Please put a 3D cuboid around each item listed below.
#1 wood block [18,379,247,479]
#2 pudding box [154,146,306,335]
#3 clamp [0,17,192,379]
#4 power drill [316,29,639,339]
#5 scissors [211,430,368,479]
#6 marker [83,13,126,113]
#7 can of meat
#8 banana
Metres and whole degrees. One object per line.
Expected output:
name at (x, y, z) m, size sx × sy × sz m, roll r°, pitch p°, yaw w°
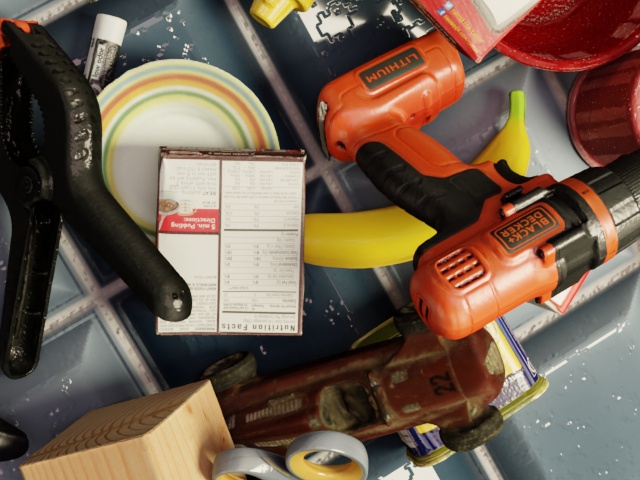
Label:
wood block at (-0.084, 0.201, 0.631) m, size 0.091 × 0.090 × 0.206 m, roll -17°, pitch 97°, yaw 20°
pudding box at (-0.054, 0.001, 0.644) m, size 0.090 × 0.039 × 0.113 m, roll 1°, pitch 102°, yaw -6°
clamp at (-0.147, -0.030, 0.612) m, size 0.036 × 0.165 × 0.210 m, roll -7°, pitch 86°, yaw -52°
power drill at (0.099, -0.047, 0.628) m, size 0.184 × 0.188 × 0.057 m, roll -27°, pitch 142°, yaw -15°
scissors at (0.029, 0.152, 0.638) m, size 0.201 × 0.096 × 0.016 m, roll 23°, pitch 48°, yaw -32°
marker at (-0.142, -0.078, 0.656) m, size 0.020 × 0.020 × 0.121 m, roll 14°, pitch 90°, yaw -11°
can of meat at (0.081, 0.082, 0.688) m, size 0.102 × 0.057 × 0.084 m, roll -32°, pitch 97°, yaw -8°
banana at (0.062, -0.023, 0.692) m, size 0.197 × 0.037 × 0.069 m, roll -29°, pitch 79°, yaw -10°
